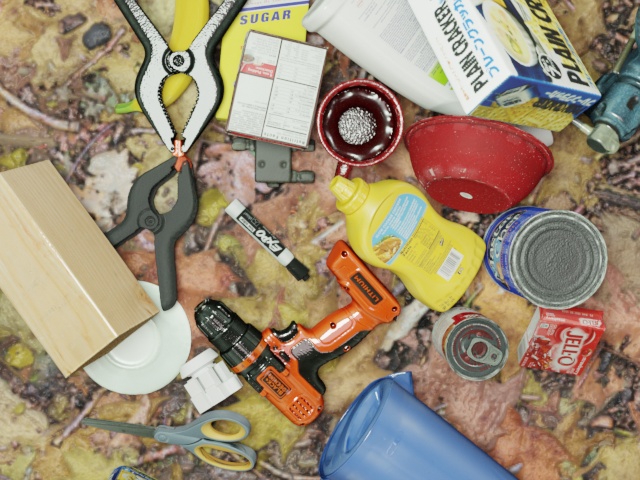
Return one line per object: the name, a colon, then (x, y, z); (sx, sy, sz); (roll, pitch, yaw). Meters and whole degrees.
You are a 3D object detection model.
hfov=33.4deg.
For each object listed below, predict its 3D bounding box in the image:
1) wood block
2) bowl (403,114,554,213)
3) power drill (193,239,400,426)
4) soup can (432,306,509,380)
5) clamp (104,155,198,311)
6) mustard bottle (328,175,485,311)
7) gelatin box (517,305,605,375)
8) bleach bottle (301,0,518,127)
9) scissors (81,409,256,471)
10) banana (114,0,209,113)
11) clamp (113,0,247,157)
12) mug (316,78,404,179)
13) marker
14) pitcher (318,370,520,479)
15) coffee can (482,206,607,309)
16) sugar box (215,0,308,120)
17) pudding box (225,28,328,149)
wood block: (-0.280, 0.028, 1.130); (0.090, 0.090, 0.206); (-38, 88, 25)
bowl: (0.161, -0.071, 1.125); (0.162, 0.162, 0.055); (16, 72, -3)
power drill: (-0.020, 0.088, 1.174); (0.188, 0.057, 0.184); (-43, 105, 6)
soup can: (0.162, 0.111, 1.170); (0.068, 0.102, 0.068); (0, 94, -2)
clamp: (-0.178, -0.010, 1.180); (0.120, 0.039, 0.171); (34, 95, -2)
mustard bottle: (0.085, -0.010, 1.153); (0.191, 0.058, 0.096); (36, 84, -23)
gelatin box: (0.267, 0.110, 1.185); (0.073, 0.030, 0.089); (9, 137, -3)
bleach bottle: (0.106, -0.186, 1.121); (0.250, 0.068, 0.102); (39, 73, -15)
scissors: (-0.163, 0.206, 1.187); (0.201, 0.016, 0.096); (20, 127, -4)
banana: (-0.160, -0.220, 1.169); (0.069, 0.037, 0.198); (23, 92, -6)
clamp: (-0.140, -0.195, 1.133); (0.164, 0.036, 0.210); (-6, 95, 0)
mug: (0.037, -0.114, 1.161); (0.093, 0.081, 0.117); (15, 93, -3)
marker: (-0.058, 0.001, 1.196); (0.121, 0.020, 0.020); (44, 91, -4)
pitcher: (0.122, 0.274, 1.168); (0.242, 0.145, 0.149); (36, 123, -7)
coffee can: (0.237, 0.016, 1.148); (0.103, 0.140, 0.103); (0, 93, -2)
sugar box: (-0.062, -0.217, 1.169); (0.093, 0.048, 0.176); (4, 95, -3)
pudding box: (-0.046, -0.159, 1.131); (0.090, 0.039, 0.113); (12, 94, -7)
